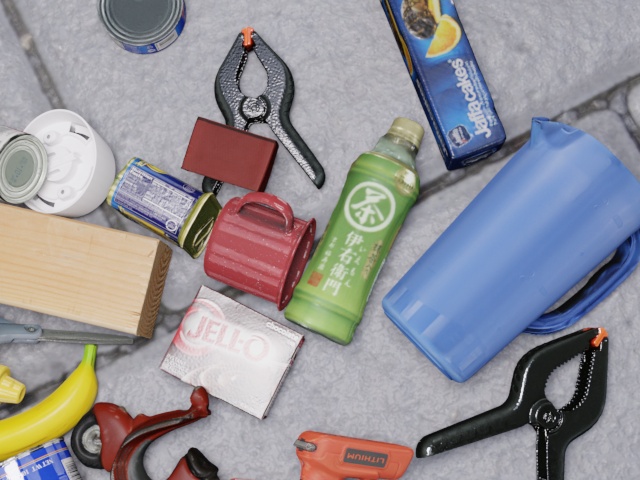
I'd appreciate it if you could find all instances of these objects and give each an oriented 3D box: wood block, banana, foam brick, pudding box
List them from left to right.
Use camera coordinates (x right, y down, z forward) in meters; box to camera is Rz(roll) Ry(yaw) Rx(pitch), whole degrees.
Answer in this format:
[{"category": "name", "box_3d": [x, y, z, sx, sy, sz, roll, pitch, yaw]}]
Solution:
[{"category": "banana", "box_3d": [-0.289, 0.172, 1.010, 0.197, 0.037, 0.070, -27, 53, -6]}, {"category": "wood block", "box_3d": [-0.254, 0.024, 1.002, 0.206, 0.090, 0.091, 13, 83, 2]}, {"category": "foam brick", "box_3d": [-0.083, -0.079, 1.002, 0.078, 0.053, 0.051, 17, 90, 3]}, {"category": "pudding box", "box_3d": [-0.083, 0.106, 1.013, 0.113, 0.039, 0.090, 26, 83, 4]}]

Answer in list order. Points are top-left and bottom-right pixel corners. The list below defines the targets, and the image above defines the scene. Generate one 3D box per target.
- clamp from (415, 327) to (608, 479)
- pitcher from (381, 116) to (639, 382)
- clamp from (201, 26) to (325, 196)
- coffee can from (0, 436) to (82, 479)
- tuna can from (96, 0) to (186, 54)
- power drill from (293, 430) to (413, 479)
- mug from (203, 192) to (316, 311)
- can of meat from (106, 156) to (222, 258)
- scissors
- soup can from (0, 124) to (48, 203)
[{"category": "clamp", "box_3d": [0.195, 0.162, 0.993, 0.164, 0.036, 0.210, 31, 80, -9]}, {"category": "pitcher", "box_3d": [0.182, 0.020, 0.986, 0.243, 0.145, 0.149, -44, 72, -2]}, {"category": "clamp", "box_3d": [-0.072, -0.119, 1.047, 0.120, 0.039, 0.171, -14, 82, -4]}, {"category": "coffee can", "box_3d": [-0.249, 0.263, 0.960, 0.103, 0.103, 0.140, -27, 82, -3]}, {"category": "tuna can", "box_3d": [-0.177, -0.231, 1.065, 0.086, 0.034, 0.086, 0, 82, 1]}, {"category": "power drill", "box_3d": [0.031, 0.273, 0.960, 0.184, 0.057, 0.187, 14, 79, -21]}, {"category": "mug", "box_3d": [-0.057, 0.001, 0.994, 0.081, 0.117, 0.093, 20, 49, 8]}, {"category": "can of meat", "box_3d": [-0.145, -0.031, 1.003, 0.084, 0.102, 0.057, 28, 83, 7]}, {"category": "scissors", "box_3d": [-0.288, 0.079, 1.015, 0.201, 0.096, 0.016, -2, 121, -31]}, {"category": "soup can", "box_3d": [-0.314, -0.079, 0.997, 0.102, 0.068, 0.068, 18, 82, 28]}]
